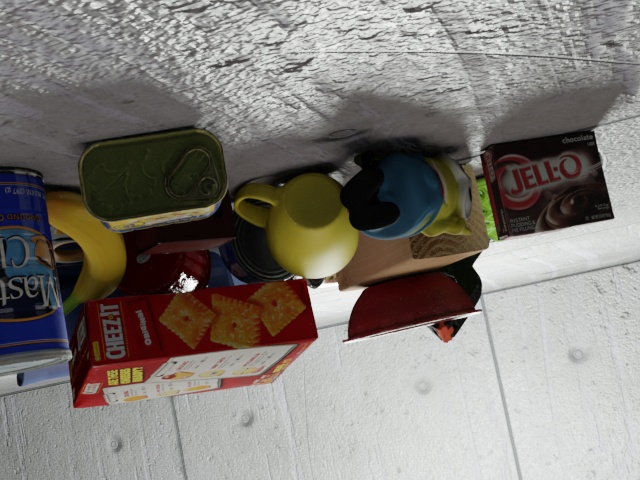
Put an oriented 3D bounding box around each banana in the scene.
[{"bbox_3d":[-0.202,0.008,0.926,0.069,0.037,0.198,-35,157,-24],"label":"banana"}]

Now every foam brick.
[{"bbox_3d":[-0.121,-0.019,0.939,0.078,0.053,0.051,-6,171,-32],"label":"foam brick"}]

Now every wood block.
[{"bbox_3d":[0.088,-0.009,1.155,0.090,0.091,0.206,-8,171,-21],"label":"wood block"}]

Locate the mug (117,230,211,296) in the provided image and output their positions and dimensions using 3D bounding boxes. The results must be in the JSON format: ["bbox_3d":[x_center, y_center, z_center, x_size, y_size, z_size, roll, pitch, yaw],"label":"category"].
[{"bbox_3d":[-0.171,0.015,1.038,0.117,0.093,0.081,25,174,13],"label":"mug"}]

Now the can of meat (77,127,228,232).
[{"bbox_3d":[-0.120,-0.041,0.781,0.102,0.057,0.084,-9,174,-7],"label":"can of meat"}]

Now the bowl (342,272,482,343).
[{"bbox_3d":[0.098,0.073,1.204,0.162,0.055,0.162,-12,173,-2],"label":"bowl"}]

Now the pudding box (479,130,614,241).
[{"bbox_3d":[0.218,-0.052,1.030,0.113,0.090,0.039,-9,173,-15],"label":"pudding box"}]

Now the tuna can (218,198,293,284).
[{"bbox_3d":[-0.057,0.001,1.050,0.085,0.086,0.034,-6,172,-32],"label":"tuna can"}]

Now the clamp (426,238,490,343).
[{"bbox_3d":[0.148,0.042,1.354,0.165,0.210,0.036,-10,133,25],"label":"clamp"}]

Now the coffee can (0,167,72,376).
[{"bbox_3d":[-0.245,0.028,0.787,0.103,0.140,0.103,-11,172,-2],"label":"coffee can"}]

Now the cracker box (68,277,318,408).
[{"bbox_3d":[-0.129,0.100,1.039,0.213,0.072,0.164,-4,160,-21],"label":"cracker box"}]
